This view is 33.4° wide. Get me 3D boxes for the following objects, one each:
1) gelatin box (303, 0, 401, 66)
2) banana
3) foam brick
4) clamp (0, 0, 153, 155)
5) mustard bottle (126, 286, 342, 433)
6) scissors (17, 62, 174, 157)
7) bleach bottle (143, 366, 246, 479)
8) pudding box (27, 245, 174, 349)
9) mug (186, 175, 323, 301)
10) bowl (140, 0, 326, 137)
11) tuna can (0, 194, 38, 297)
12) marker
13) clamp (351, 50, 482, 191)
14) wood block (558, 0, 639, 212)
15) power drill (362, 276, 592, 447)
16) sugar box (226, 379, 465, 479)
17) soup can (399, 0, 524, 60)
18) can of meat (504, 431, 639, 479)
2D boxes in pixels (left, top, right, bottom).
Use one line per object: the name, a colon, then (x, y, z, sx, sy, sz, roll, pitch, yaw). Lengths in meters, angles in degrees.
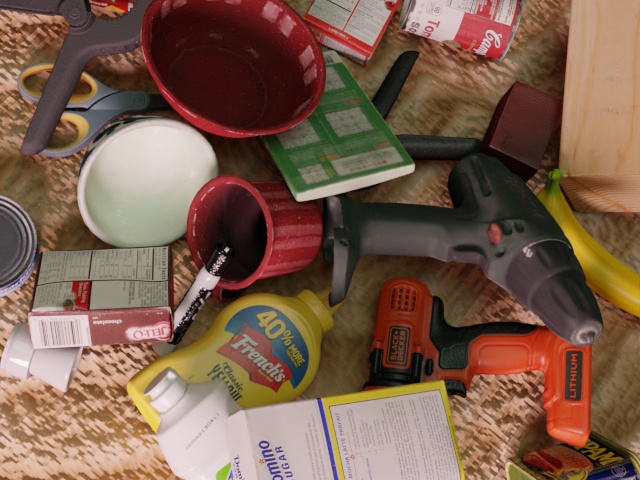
gelatin box: (0.032, -0.221, 1.016, 0.073, 0.030, 0.089, 28, 71, 0)
banana: (0.253, 0.018, 0.967, 0.197, 0.070, 0.037, 43, 72, -10)
foam brick: (0.184, -0.099, 0.997, 0.053, 0.051, 0.078, 26, 70, -1)
clamp: (-0.206, -0.179, 0.908, 0.210, 0.036, 0.164, -24, 94, -1)
mustard bottle: (-0.058, 0.100, 0.888, 0.191, 0.058, 0.096, -36, 93, -19)
scissors: (-0.173, -0.107, 0.951, 0.201, 0.016, 0.096, 13, 74, -6)
bleach bottle: (-0.032, 0.186, 0.831, 0.250, 0.068, 0.102, 45, 71, -12)
pudding box: (-0.175, 0.044, 0.865, 0.113, 0.039, 0.090, -1, 33, -7)
mug: (-0.056, 0.001, 0.899, 0.093, 0.117, 0.081, 35, 23, 29)
bowl: (-0.079, -0.145, 0.905, 0.162, 0.055, 0.162, 11, 58, -18)
tuna can: (-0.279, 0.005, 0.888, 0.086, 0.034, 0.086, 3, 73, -10)
marker: (-0.103, 0.048, 0.874, 0.020, 0.121, 0.020, 27, 28, -16)
clamp: (0.051, -0.105, 0.982, 0.171, 0.039, 0.120, -20, 68, -14)
wood block: (0.280, -0.138, 0.991, 0.090, 0.090, 0.206, 0, 71, 26)
power drill: (0.130, 0.126, 0.896, 0.188, 0.057, 0.184, 6, 72, 6)
sugar box: (0.021, 0.163, 0.804, 0.176, 0.048, 0.093, -4, 73, -26)
soup can: (0.133, -0.219, 1.014, 0.102, 0.068, 0.068, 16, 71, -5)
can of meat: (0.212, 0.204, 0.887, 0.084, 0.102, 0.057, -13, 98, -12)
